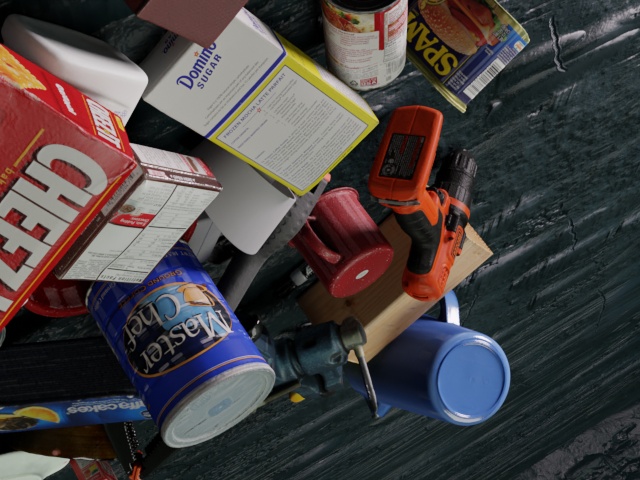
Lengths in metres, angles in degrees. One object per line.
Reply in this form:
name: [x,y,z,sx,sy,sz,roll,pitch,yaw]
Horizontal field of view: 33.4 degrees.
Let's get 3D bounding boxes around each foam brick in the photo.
foam brick: [-0.094,-0.171,0.705,0.053,0.051,0.078,-45,153,17]

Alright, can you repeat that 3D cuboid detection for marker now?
marker: [-0.005,0.025,1.188,0.121,0.020,0.020,-40,154,7]

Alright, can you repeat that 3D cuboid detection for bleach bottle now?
bleach bottle: [-0.216,-0.023,0.728,0.102,0.068,0.251,6,119,-57]

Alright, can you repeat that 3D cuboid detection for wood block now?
wood block: [0.086,0.042,1.249,0.206,0.091,0.090,-42,153,13]

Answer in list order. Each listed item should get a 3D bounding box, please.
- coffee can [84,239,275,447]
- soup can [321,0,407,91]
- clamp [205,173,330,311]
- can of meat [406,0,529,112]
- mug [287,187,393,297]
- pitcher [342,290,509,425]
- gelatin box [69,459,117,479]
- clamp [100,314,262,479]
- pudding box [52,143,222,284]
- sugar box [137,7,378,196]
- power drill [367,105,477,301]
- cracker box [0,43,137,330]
coffee can: [-0.116,0.083,0.877,0.102,0.140,0.103,-29,154,-15]
soup can: [0.035,-0.173,0.842,0.068,0.068,0.102,-30,154,-12]
clamp: [-0.056,0.001,0.962,0.039,0.120,0.172,28,124,-28]
can of meat: [0.115,-0.174,0.903,0.084,0.102,0.057,-45,153,13]
mug: [0.017,0.003,1.106,0.093,0.081,0.117,-43,154,15]
pitcher: [0.131,0.143,1.314,0.144,0.149,0.243,-30,-168,-17]
gelatin box: [-0.257,0.258,1.211,0.030,0.073,0.089,-32,154,-9]
clamp: [-0.146,0.140,1.021,0.164,0.036,0.210,7,114,-4]
pudding box: [-0.141,-0.017,0.795,0.114,0.039,0.089,-45,154,22]
sugar box: [-0.047,-0.110,0.818,0.093,0.048,0.176,-44,131,16]
power drill: [0.113,-0.054,1.096,0.187,0.057,0.184,58,44,-53]
cracker box: [-0.240,-0.048,0.609,0.213,0.072,0.164,32,107,-35]
